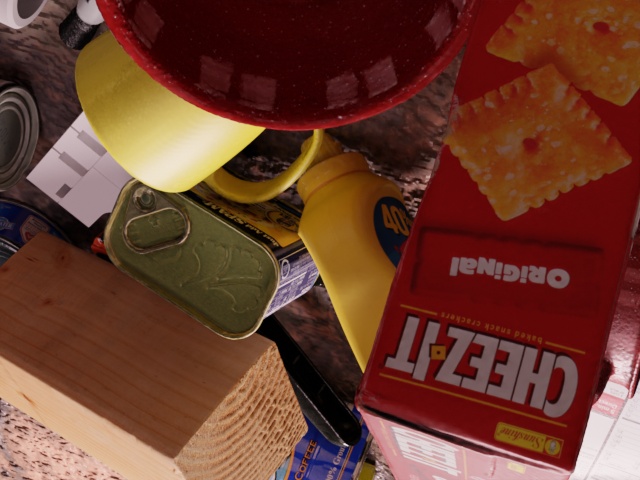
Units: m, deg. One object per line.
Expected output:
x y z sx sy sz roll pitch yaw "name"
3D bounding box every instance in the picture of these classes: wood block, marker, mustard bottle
-0.121 0.083 0.662 0.206 0.090 0.091 22 147 33 "wood block"
-0.106 -0.134 0.548 0.020 0.020 0.121 39 139 -14 "marker"
0.036 0.027 0.553 0.058 0.192 0.096 -32 159 17 "mustard bottle"

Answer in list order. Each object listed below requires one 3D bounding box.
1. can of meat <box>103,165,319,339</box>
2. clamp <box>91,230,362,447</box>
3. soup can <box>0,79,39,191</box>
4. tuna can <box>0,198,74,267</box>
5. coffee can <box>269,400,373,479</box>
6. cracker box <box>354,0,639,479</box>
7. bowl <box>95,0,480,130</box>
-0.054 0.001 0.594 0.102 0.083 0.057 31 111 13 "can of meat"
-0.048 0.043 0.680 0.210 0.036 0.165 16 123 16 "clamp"
-0.233 -0.071 0.650 0.102 0.068 0.068 13 139 15 "soup can"
-0.217 0.012 0.759 0.086 0.033 0.086 16 140 13 "tuna can"
-0.042 0.143 0.752 0.140 0.102 0.103 23 141 4 "coffee can"
0.080 -0.015 0.390 0.072 0.213 0.164 15 163 14 "cracker box"
-0.012 -0.125 0.435 0.162 0.055 0.162 1 132 1 "bowl"
